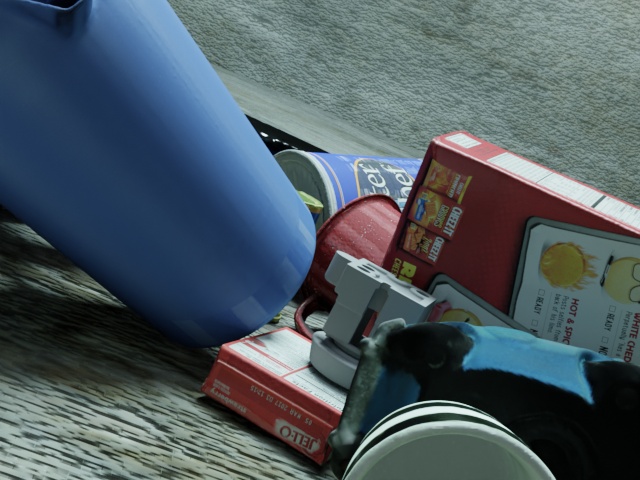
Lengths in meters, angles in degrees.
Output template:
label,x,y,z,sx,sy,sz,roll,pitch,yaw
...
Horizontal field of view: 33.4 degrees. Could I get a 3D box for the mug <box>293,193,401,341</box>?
label,x,y,z,sx,sy,sz,roll,pitch,yaw
mug,0.037,0.035,0.696,0.117,0.093,0.082,-33,51,-23

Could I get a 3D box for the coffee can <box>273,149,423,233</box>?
label,x,y,z,sx,sy,sz,roll,pitch,yaw
coffee can,0.029,-0.016,0.829,0.140,0.103,0.103,0,24,-39

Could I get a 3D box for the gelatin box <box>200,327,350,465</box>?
label,x,y,z,sx,sy,sz,roll,pitch,yaw
gelatin box,-0.010,0.078,0.549,0.073,0.030,0.089,28,11,17

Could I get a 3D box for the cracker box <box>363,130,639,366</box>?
label,x,y,z,sx,sy,sz,roll,pitch,yaw
cracker box,0.132,0.057,0.575,0.214,0.164,0.072,26,21,17

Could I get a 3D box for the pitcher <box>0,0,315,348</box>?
label,x,y,z,sx,sy,sz,roll,pitch,yaw
pitcher,-0.110,-0.055,0.527,0.242,0.145,0.149,52,18,-41
